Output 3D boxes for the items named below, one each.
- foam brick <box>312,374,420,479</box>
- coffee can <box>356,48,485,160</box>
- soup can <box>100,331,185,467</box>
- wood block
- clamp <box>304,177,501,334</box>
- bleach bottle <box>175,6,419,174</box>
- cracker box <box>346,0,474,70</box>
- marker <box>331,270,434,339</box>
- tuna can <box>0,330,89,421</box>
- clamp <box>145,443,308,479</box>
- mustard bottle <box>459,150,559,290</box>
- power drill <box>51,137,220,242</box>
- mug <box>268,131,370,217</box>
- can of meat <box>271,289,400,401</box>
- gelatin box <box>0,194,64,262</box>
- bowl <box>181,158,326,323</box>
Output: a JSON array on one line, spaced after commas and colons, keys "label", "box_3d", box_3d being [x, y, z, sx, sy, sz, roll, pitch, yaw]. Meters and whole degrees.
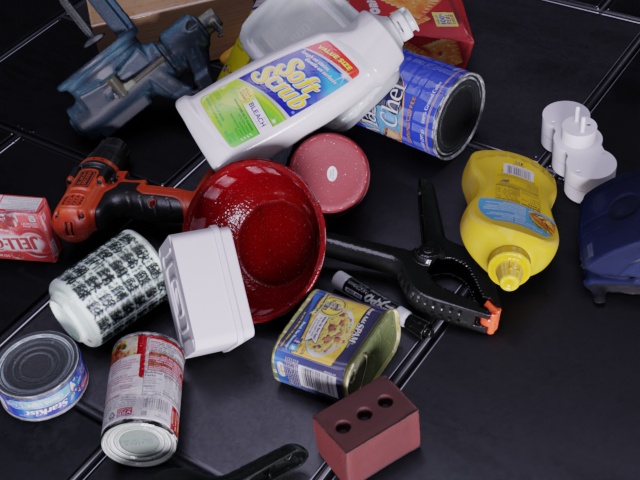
[{"label": "foam brick", "box_3d": [0.039, 0.163, 0.914, 0.078, 0.051, 0.053, -28, 46, -20]}, {"label": "coffee can", "box_3d": [0.100, -0.162, 1.212, 0.140, 0.103, 0.102, 26, 53, 31]}, {"label": "soup can", "box_3d": [-0.158, 0.141, 0.954, 0.068, 0.068, 0.102, -5, 43, 3]}, {"label": "wood block", "box_3d": [-0.191, -0.285, 1.394, 0.206, 0.091, 0.090, -14, 43, -6]}, {"label": "clamp", "box_3d": [0.094, 0.023, 1.062, 0.164, 0.036, 0.210, -21, 47, -22]}, {"label": "bleach bottle", "box_3d": [-0.017, -0.165, 1.092, 0.251, 0.068, 0.102, -32, 77, 4]}, {"label": "cracker box", "box_3d": [0.071, -0.280, 1.329, 0.213, 0.072, 0.164, 6, 43, -9]}, {"label": "marker", "box_3d": [0.061, 0.064, 1.040, 0.121, 0.020, 0.020, 29, 54, 33]}, {"label": "tuna can", "box_3d": [-0.265, 0.127, 1.010, 0.086, 0.034, 0.086, -4, 43, 4]}, {"label": "clamp", "box_3d": [-0.090, 0.230, 0.873, 0.171, 0.039, 0.120, -12, 38, 5]}, {"label": "mustard bottle", "box_3d": [0.186, -0.015, 1.053, 0.096, 0.058, 0.191, 19, 36, -4]}, {"label": "power drill", "box_3d": [-0.184, -0.059, 1.175, 0.188, 0.057, 0.184, 0, 35, 9]}, {"label": "mug", "box_3d": [-0.003, -0.065, 1.113, 0.117, 0.093, 0.081, -24, 2, 0]}, {"label": "can of meat", "box_3d": [0.014, 0.098, 0.984, 0.084, 0.057, 0.102, 16, 47, 26]}, {"label": "gelatin box", "box_3d": [-0.327, -0.013, 1.139, 0.089, 0.073, 0.030, 5, 46, 12]}, {"label": "bowl", "box_3d": [-0.057, 0.001, 1.061, 0.162, 0.162, 0.055, 19, 5, 25]}]
